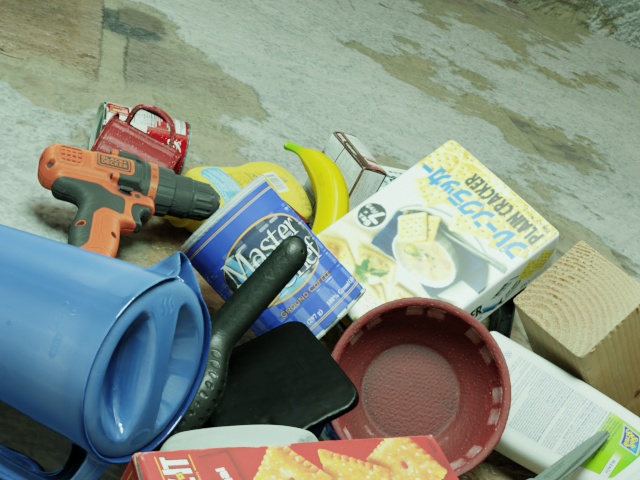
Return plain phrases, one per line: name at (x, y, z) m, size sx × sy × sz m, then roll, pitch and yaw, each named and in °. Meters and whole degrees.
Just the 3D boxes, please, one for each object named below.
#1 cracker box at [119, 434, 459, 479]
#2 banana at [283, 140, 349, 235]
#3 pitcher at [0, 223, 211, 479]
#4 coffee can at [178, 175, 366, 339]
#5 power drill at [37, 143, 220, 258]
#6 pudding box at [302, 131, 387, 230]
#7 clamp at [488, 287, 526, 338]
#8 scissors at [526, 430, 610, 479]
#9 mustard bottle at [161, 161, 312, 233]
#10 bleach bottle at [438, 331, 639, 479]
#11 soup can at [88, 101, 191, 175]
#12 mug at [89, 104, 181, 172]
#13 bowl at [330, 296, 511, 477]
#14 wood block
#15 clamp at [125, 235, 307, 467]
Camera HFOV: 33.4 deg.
cracker box at (-0.036, 0.195, 0.644) m, size 0.213 × 0.164 × 0.072 m, roll 5°, pitch 39°, yaw -35°
banana at (-0.002, -0.030, 1.179) m, size 0.069 × 0.037 × 0.198 m, roll -8°, pitch 55°, yaw 5°
pitcher at (-0.214, 0.066, 0.765) m, size 0.243 × 0.145 × 0.149 m, roll 18°, pitch 31°, yaw 27°
coffee can at (-0.043, 0.027, 0.957) m, size 0.140 × 0.103 × 0.102 m, roll 47°, pitch 27°, yaw -1°
power drill at (-0.175, -0.006, 1.003) m, size 0.184 × 0.057 × 0.187 m, roll 12°, pitch 40°, yaw -23°
pudding box at (0.022, -0.058, 1.252) m, size 0.039 × 0.114 × 0.090 m, roll 10°, pitch 29°, yaw -34°
clamp at (0.212, 0.066, 1.219) m, size 0.039 × 0.120 × 0.171 m, roll 24°, pitch 4°, yaw 5°
scissors at (0.154, 0.204, 0.885) m, size 0.096 × 0.016 × 0.201 m, roll 23°, pitch 47°, yaw 28°
mustard bottle at (-0.102, -0.042, 1.175) m, size 0.191 × 0.058 × 0.096 m, roll -9°, pitch 52°, yaw -49°
bleach bottle at (0.234, 0.186, 0.954) m, size 0.251 × 0.102 × 0.068 m, roll 32°, pitch -11°, yaw 26°
soup can at (-0.206, -0.114, 1.215) m, size 0.102 × 0.069 × 0.068 m, roll 13°, pitch 28°, yaw -22°
mug at (-0.193, -0.086, 1.123) m, size 0.081 × 0.117 × 0.093 m, roll 27°, pitch 5°, yaw -5°
bowl at (0.083, 0.133, 0.938) m, size 0.162 × 0.162 × 0.055 m, roll 25°, pitch -11°, yaw 2°
wood block at (0.268, 0.105, 1.045) m, size 0.090 × 0.090 × 0.206 m, roll 44°, pitch -9°, yaw 38°
clamp at (-0.105, 0.089, 0.843) m, size 0.165 × 0.210 × 0.036 m, roll -7°, pitch -40°, yaw 49°
